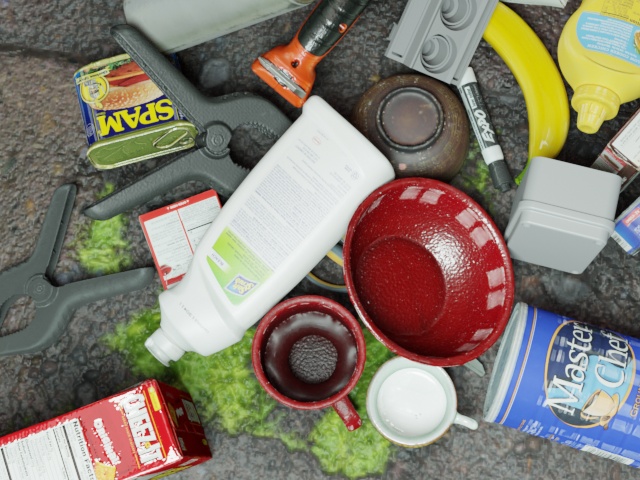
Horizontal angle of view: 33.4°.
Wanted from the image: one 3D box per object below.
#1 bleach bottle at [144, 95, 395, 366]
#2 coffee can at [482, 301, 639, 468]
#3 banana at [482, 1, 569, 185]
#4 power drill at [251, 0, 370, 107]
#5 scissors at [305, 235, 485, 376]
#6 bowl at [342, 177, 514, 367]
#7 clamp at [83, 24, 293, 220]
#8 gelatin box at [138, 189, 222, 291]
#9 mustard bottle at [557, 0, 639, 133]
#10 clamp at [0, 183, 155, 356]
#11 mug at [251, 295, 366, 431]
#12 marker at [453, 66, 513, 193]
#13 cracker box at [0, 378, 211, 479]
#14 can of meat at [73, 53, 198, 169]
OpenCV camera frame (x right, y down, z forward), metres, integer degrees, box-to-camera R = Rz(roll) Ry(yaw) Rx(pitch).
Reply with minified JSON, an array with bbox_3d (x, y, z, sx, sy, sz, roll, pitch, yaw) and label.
[{"bbox_3d":[-0.056,0.001,0.901,0.251,0.068,0.103,-46,75,-2],"label":"bleach bottle"},{"bbox_3d":[0.215,0.119,0.872,0.140,0.103,0.103,17,78,6],"label":"coffee can"},{"bbox_3d":[0.181,-0.151,0.971,0.069,0.037,0.198,-17,77,-4],"label":"banana"},{"bbox_3d":[0.019,-0.210,0.945,0.057,0.184,0.188,38,100,-6],"label":"power drill"},{"bbox_3d":[0.072,0.033,0.944,0.202,0.016,0.096,25,79,8],"label":"scissors"},{"bbox_3d":[0.081,0.031,0.896,0.161,0.055,0.162,7,71,-23],"label":"bowl"},{"bbox_3d":[-0.101,-0.078,0.925,0.209,0.036,0.164,16,90,-24],"label":"clamp"},{"bbox_3d":[-0.112,0.008,0.951,0.073,0.030,0.089,-21,77,-4],"label":"gelatin box"},{"bbox_3d":[0.266,-0.182,0.955,0.096,0.058,0.191,21,73,5],"label":"mustard bottle"},{"bbox_3d":[-0.232,0.047,0.943,0.120,0.039,0.171,36,87,14],"label":"clamp"},{"bbox_3d":[-0.001,0.108,0.896,0.093,0.081,0.117,-35,78,-6],"label":"mug"},{"bbox_3d":[0.149,-0.100,0.970,0.020,0.020,0.121,-17,76,-2],"label":"marker"},{"bbox_3d":[-0.206,0.179,0.847,0.213,0.164,0.072,-21,79,-2],"label":"cracker box"},{"bbox_3d":[-0.168,-0.122,0.971,0.102,0.057,0.084,-15,74,-2],"label":"can of meat"}]
